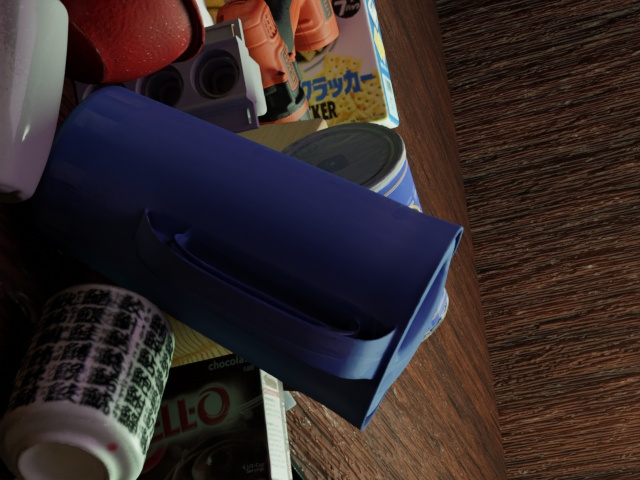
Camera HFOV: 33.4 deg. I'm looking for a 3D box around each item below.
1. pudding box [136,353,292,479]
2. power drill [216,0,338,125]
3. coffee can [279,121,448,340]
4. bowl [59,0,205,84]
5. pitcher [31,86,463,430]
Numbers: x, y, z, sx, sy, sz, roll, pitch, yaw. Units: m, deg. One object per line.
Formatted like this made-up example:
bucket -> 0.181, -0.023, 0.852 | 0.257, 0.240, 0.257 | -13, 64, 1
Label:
pudding box -> -0.077, 0.126, 0.693 | 0.039, 0.114, 0.090 | 35, 43, -62
power drill -> -0.028, -0.168, 0.980 | 0.187, 0.057, 0.184 | -77, 153, -50
coffee can -> 0.028, 0.000, 0.773 | 0.102, 0.103, 0.140 | -82, 157, -54
bowl -> -0.151, -0.144, 0.636 | 0.055, 0.162, 0.162 | -58, 146, -20
pitcher -> -0.049, 0.004, 0.633 | 0.145, 0.243, 0.149 | -59, 170, -28
